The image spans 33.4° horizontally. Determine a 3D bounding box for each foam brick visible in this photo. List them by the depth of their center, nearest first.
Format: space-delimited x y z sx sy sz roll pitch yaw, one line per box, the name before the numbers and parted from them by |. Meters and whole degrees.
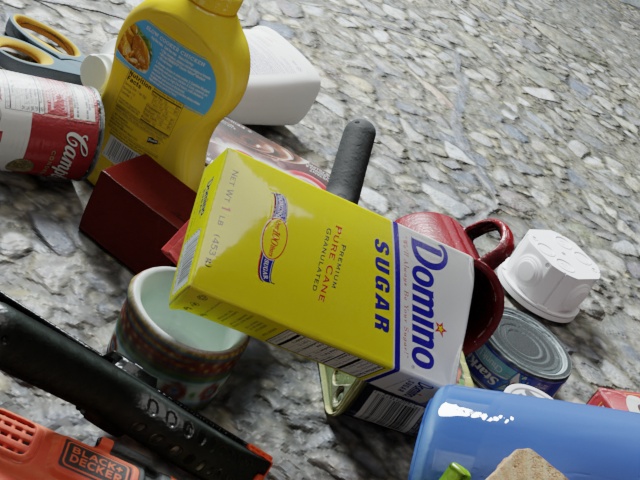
foam brick | -0.114 -0.012 0.721 0.078 0.051 0.052 37 30 15

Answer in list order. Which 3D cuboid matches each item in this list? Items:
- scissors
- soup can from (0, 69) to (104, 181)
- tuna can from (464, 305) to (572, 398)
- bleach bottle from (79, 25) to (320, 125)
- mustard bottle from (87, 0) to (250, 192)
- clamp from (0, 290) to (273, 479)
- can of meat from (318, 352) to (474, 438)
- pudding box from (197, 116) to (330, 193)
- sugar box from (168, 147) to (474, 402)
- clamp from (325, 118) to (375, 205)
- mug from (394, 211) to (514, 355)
scissors | -0.190 -0.126 0.875 0.202 0.016 0.096 36 30 12
soup can | -0.208 -0.080 0.726 0.102 0.069 0.068 6 36 -37
tuna can | 0.149 0.089 0.819 0.086 0.034 0.086 22 29 -13
bleach bottle | -0.107 -0.143 0.907 0.103 0.068 0.250 43 27 23
mustard bottle | -0.102 -0.113 0.747 0.096 0.192 0.058 35 28 10
clamp | -0.113 0.073 0.547 0.209 0.036 0.165 39 -11 -34
can of meat | 0.049 0.082 0.714 0.083 0.057 0.102 22 29 -20
pudding box | -0.049 -0.046 0.850 0.113 0.039 0.090 27 28 -5
sugar box | 0.006 0.023 0.630 0.176 0.048 0.093 21 64 -18
clamp | 0.011 -0.015 0.789 0.039 0.120 0.171 -1 22 21
mug | 0.091 0.023 0.793 0.093 0.117 0.081 45 16 -25
